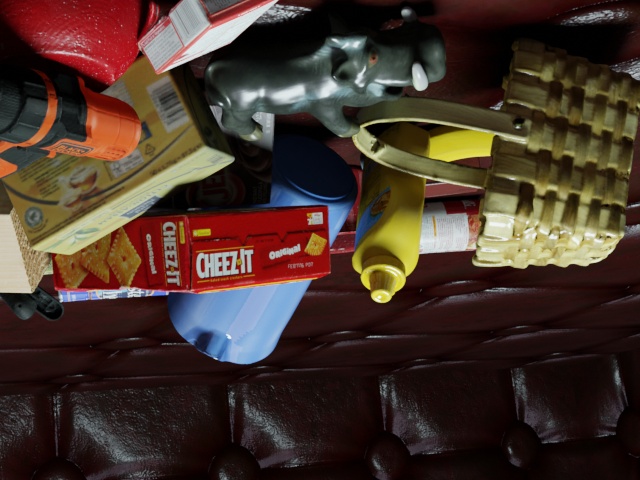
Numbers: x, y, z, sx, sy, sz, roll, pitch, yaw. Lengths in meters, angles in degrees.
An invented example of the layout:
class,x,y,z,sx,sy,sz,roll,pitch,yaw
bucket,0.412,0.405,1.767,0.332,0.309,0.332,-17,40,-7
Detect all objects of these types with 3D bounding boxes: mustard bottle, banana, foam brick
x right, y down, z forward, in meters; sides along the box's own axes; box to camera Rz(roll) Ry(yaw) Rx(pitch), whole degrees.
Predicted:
class,x,y,z,sx,sy,sz,roll,pitch,yaw
mustard bottle,0.066,-0.019,1.020,0.058,0.191,0.096,22,136,-13
banana,0.162,-0.091,1.097,0.198,0.070,0.037,4,-162,6
foam brick,0.131,-0.080,1.154,0.078,0.051,0.053,-6,167,1

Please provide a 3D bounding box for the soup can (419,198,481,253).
class,x,y,z,sx,sy,sz,roll,pitch,yaw
soup can,0.159,-0.017,1.385,0.102,0.068,0.068,-4,166,-6

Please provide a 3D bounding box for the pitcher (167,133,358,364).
class,x,y,z,sx,sy,sz,roll,pitch,yaw
pitcher,-0.057,0.001,1.125,0.144,0.149,0.243,-6,142,-40

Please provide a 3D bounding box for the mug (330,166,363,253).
class,x,y,z,sx,sy,sz,roll,pitch,yaw
mug,0.009,-0.033,1.222,0.117,0.081,0.093,-9,166,12

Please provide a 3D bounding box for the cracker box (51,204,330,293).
class,x,y,z,sx,sy,sz,roll,pitch,yaw
cracker box,-0.121,0.008,0.975,0.163,0.072,0.214,-7,-176,-44

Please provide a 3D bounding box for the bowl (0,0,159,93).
class,x,y,z,sx,sy,sz,roll,pitch,yaw
bowl,-0.194,-0.140,0.758,0.162,0.055,0.162,-5,166,-1

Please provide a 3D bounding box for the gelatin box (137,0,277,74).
class,x,y,z,sx,sy,sz,roll,pitch,yaw
gelatin box,-0.076,-0.155,0.742,0.073,0.030,0.089,-33,-175,-36

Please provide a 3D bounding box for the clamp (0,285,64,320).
class,x,y,z,sx,sy,sz,roll,pitch,yaw
clamp,-0.362,0.033,1.186,0.171,0.039,0.120,39,172,-3

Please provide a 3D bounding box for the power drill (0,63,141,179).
class,x,y,z,sx,sy,sz,roll,pitch,yaw
power drill,-0.248,-0.070,0.755,0.188,0.057,0.184,-15,167,28

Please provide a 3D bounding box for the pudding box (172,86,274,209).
class,x,y,z,sx,sy,sz,roll,pitch,yaw
pudding box,-0.089,-0.083,0.955,0.090,0.039,0.113,-4,127,-11
